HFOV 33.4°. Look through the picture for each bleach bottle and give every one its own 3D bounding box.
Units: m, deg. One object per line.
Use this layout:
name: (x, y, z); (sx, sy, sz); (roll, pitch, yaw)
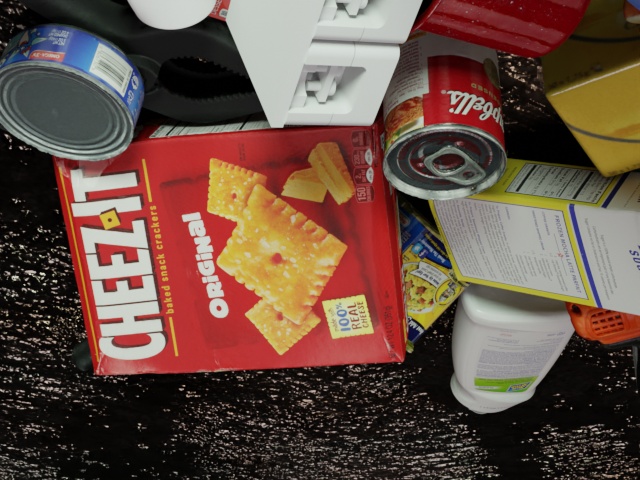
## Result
bleach bottle: (0.153, 0.094, 0.931); (0.102, 0.068, 0.251); (3, 150, -2)

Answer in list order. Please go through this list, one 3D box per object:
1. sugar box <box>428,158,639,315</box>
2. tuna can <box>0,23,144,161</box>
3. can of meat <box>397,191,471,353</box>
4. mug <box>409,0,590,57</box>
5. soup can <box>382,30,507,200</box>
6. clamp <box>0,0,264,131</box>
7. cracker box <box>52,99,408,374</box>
sugar box: (0.161, -0.005, 0.701); (0.177, 0.048, 0.093); (9, 138, 38)
tuna can: (-0.147, -0.085, 0.620); (0.086, 0.033, 0.086); (8, 148, 5)
can of meat: (0.061, 0.024, 0.795); (0.084, 0.057, 0.102); (-47, 135, 5)
mug: (0.080, -0.139, 0.546); (0.081, 0.093, 0.117); (10, 174, -22)
soup can: (0.069, -0.083, 0.611); (0.068, 0.102, 0.068); (1, 148, 1)
clamp: (-0.112, -0.115, 0.632); (0.210, 0.036, 0.164); (4, 149, 4)
cracker box: (-0.055, 0.001, 0.706); (0.214, 0.072, 0.164); (-4, 109, 9)
